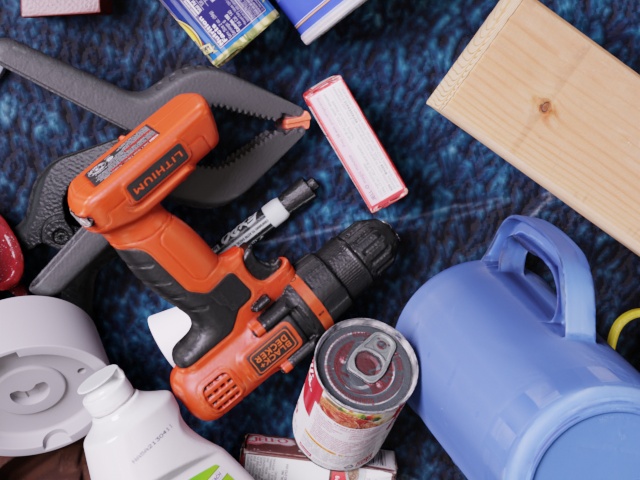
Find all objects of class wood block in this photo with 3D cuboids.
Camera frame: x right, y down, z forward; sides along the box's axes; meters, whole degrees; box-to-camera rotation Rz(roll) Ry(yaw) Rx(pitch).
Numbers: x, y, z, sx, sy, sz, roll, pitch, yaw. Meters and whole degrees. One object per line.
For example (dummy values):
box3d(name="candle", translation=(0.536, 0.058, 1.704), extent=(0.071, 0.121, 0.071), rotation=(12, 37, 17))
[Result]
box3d(name="wood block", translation=(0.184, -0.066, 0.705), extent=(0.206, 0.090, 0.091), rotation=(35, 98, -6))

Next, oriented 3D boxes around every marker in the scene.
box3d(name="marker", translation=(-0.051, -0.005, 0.748), extent=(0.121, 0.020, 0.020), rotation=(-37, 98, 5))

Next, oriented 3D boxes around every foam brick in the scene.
box3d(name="foam brick", translation=(-0.168, -0.186, 0.700), extent=(0.053, 0.051, 0.078), rotation=(-2, 100, -1))

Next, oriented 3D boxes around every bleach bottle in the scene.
box3d(name="bleach bottle", translation=(-0.070, 0.183, 0.693), extent=(0.068, 0.102, 0.251), rotation=(-15, 112, 44))

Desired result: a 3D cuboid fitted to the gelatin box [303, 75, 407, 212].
box3d(name="gelatin box", translation=(0.023, -0.066, 0.710), extent=(0.030, 0.073, 0.089), rotation=(-31, 98, 3))

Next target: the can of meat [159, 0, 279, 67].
box3d(name="can of meat", translation=(-0.072, -0.159, 0.681), extent=(0.057, 0.102, 0.084), rotation=(-39, 100, 6))

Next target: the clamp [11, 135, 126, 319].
box3d(name="clamp", translation=(-0.170, 0.007, 0.738), extent=(0.120, 0.039, 0.171), rotation=(44, 100, -8))

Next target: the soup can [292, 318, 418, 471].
box3d(name="soup can", translation=(0.021, 0.106, 0.717), extent=(0.068, 0.102, 0.068), rotation=(5, 56, -8))

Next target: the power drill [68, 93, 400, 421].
box3d(name="power drill", translation=(-0.054, 0.001, 0.685), extent=(0.184, 0.057, 0.187), rotation=(-41, 116, -11))

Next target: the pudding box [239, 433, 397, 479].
box3d(name="pudding box", translation=(-0.006, 0.193, 0.772), extent=(0.113, 0.039, 0.090), rotation=(8, 102, 0))

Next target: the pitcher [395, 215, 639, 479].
box3d(name="pitcher", translation=(0.132, 0.091, 0.652), extent=(0.145, 0.243, 0.149), rotation=(-34, 104, 0))

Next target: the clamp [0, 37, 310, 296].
box3d(name="clamp", translation=(-0.111, -0.071, 0.697), extent=(0.209, 0.036, 0.164), rotation=(-19, 105, -16))
